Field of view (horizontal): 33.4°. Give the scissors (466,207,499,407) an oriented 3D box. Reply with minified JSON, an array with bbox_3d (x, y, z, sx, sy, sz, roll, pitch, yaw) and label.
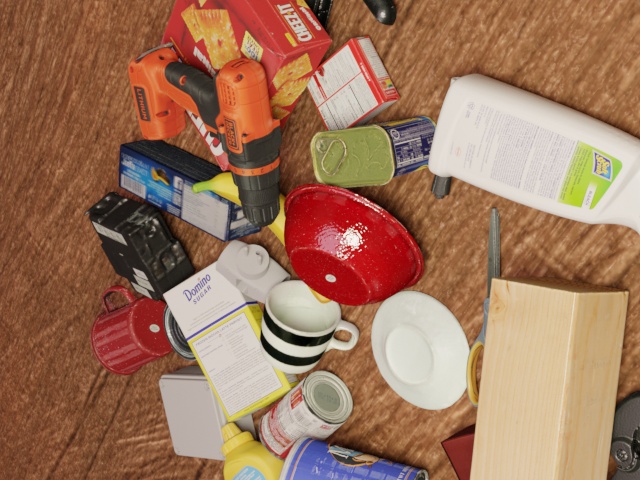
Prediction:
[{"bbox_3d":[0.175,0.079,1.023,0.096,0.016,0.202,42,131,54],"label":"scissors"}]

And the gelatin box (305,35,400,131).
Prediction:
[{"bbox_3d":[0.031,-0.155,1.091,0.089,0.030,0.073,-33,80,47],"label":"gelatin box"}]

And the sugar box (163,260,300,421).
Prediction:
[{"bbox_3d":[-0.106,0.118,1.275,0.093,0.048,0.176,-31,78,15],"label":"sugar box"}]

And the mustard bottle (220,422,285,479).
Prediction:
[{"bbox_3d":[-0.064,0.299,1.256,0.192,0.058,0.096,56,137,20],"label":"mustard bottle"}]

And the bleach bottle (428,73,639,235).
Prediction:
[{"bbox_3d":[0.217,-0.059,0.925,0.251,0.067,0.103,29,122,31],"label":"bleach bottle"}]

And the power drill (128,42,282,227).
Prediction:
[{"bbox_3d":[-0.114,-0.117,1.108,0.188,0.057,0.184,25,133,37],"label":"power drill"}]

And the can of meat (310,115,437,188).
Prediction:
[{"bbox_3d":[0.056,-0.088,1.050,0.102,0.083,0.057,-2,102,43],"label":"can of meat"}]

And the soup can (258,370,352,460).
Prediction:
[{"bbox_3d":[-0.017,0.201,1.223,0.068,0.068,0.102,56,133,14],"label":"soup can"}]

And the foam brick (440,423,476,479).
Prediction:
[{"bbox_3d":[0.168,0.222,1.066,0.051,0.052,0.078,-31,82,44],"label":"foam brick"}]

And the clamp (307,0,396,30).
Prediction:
[{"bbox_3d":[0.010,-0.278,1.065,0.120,0.039,0.171,-17,85,40],"label":"clamp"}]

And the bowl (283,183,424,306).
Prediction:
[{"bbox_3d":[0.021,0.017,1.081,0.162,0.055,0.162,24,151,14],"label":"bowl"}]

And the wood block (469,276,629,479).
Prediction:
[{"bbox_3d":[0.202,0.140,0.948,0.091,0.090,0.206,10,96,46],"label":"wood block"}]

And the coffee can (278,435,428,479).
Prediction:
[{"bbox_3d":[0.034,0.278,1.147,0.140,0.102,0.103,12,113,19],"label":"coffee can"}]

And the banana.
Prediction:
[{"bbox_3d":[-0.050,-0.015,1.178,0.198,0.069,0.037,40,160,-4],"label":"banana"}]

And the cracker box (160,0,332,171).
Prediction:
[{"bbox_3d":[-0.091,-0.200,1.134,0.164,0.072,0.214,57,146,14],"label":"cracker box"}]

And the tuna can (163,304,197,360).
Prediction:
[{"bbox_3d":[-0.160,0.108,1.351,0.086,0.033,0.086,15,113,39],"label":"tuna can"}]

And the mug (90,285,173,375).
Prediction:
[{"bbox_3d":[-0.245,0.111,1.393,0.082,0.093,0.117,-24,93,40],"label":"mug"}]

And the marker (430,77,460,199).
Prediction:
[{"bbox_3d":[0.125,-0.097,1.028,0.020,0.020,0.121,26,120,35],"label":"marker"}]
